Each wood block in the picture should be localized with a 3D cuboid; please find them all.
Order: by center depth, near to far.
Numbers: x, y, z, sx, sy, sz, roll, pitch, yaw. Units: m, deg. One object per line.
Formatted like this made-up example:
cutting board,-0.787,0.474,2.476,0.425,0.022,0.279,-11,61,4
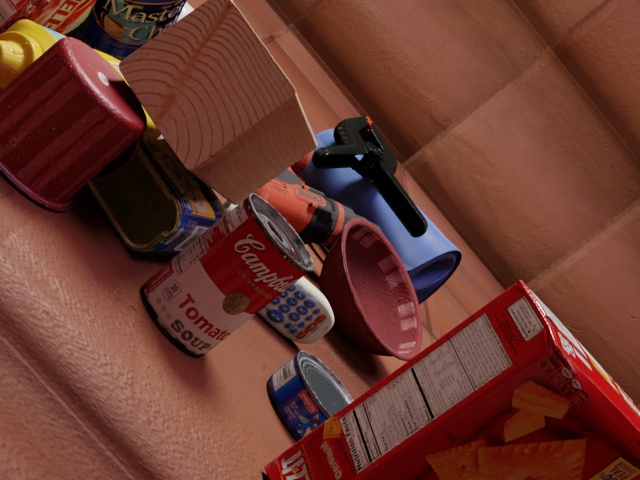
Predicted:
wood block,-0.069,-0.097,0.802,0.090,0.091,0.206,55,1,6

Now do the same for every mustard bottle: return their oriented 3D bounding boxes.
mustard bottle,-0.194,-0.120,0.809,0.096,0.058,0.191,51,10,14

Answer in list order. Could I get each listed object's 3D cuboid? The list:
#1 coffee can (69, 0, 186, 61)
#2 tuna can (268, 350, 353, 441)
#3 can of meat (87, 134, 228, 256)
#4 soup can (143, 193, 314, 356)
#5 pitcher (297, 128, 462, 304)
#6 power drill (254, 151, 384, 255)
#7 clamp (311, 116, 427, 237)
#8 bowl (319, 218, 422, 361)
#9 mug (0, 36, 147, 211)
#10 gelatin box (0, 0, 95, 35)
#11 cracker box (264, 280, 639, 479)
coffee can,-0.170,-0.237,0.974,0.103,0.102,0.140,52,-31,4
tuna can,-0.002,0.130,0.833,0.086,0.034,0.086,49,11,-13
can of meat,-0.126,-0.035,0.811,0.102,0.057,0.083,54,13,15
soup can,-0.065,0.025,0.742,0.068,0.102,0.068,49,11,-13
pitcher,0.063,-0.025,1.379,0.243,0.144,0.149,52,-26,22
power drill,-0.021,-0.063,1.223,0.184,0.057,0.188,23,24,-32
clamp,0.064,-0.090,1.303,0.164,0.036,0.210,38,23,-13
bowl,0.046,0.060,1.137,0.162,0.055,0.162,44,32,-39
mug,-0.165,-0.076,0.719,0.117,0.081,0.093,35,19,-55
gelatin box,-0.219,-0.183,0.830,0.030,0.089,0.073,53,11,9
cracker box,0.099,0.150,0.700,0.164,0.214,0.072,44,15,-33
